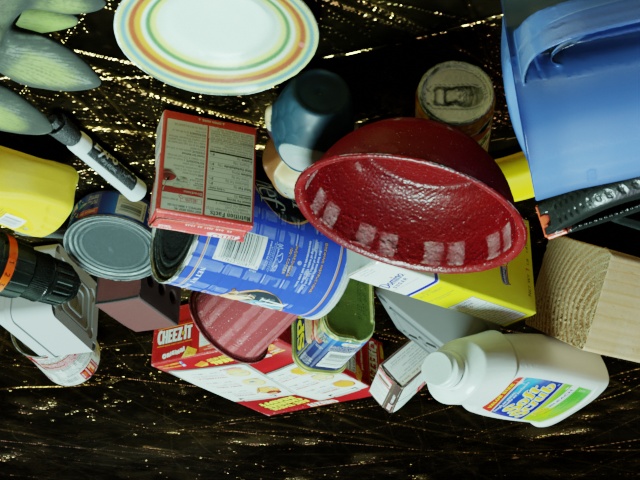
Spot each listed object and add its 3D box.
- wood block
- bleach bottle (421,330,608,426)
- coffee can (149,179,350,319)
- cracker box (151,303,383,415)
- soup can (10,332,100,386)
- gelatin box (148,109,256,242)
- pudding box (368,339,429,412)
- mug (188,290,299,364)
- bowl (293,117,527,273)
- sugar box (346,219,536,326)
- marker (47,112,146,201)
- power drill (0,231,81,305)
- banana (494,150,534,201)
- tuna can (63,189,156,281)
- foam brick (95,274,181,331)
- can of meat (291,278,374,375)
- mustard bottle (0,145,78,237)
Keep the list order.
[{"bbox_3d":[0.306,0.065,0.984,0.205,0.090,0.091,14,-176,-25],"label":"wood block"},{"bbox_3d":[0.164,0.123,0.959,0.103,0.068,0.250,-39,151,28],"label":"bleach bottle"},{"bbox_3d":[-0.056,0.001,0.878,0.140,0.103,0.103,16,150,-28],"label":"coffee can"},{"bbox_3d":[-0.053,0.122,1.164,0.164,0.072,0.213,-15,151,30],"label":"cracker box"},{"bbox_3d":[-0.282,0.110,1.147,0.068,0.068,0.102,-2,154,6],"label":"soup can"},{"bbox_3d":[-0.087,-0.047,0.795,0.073,0.089,0.030,9,153,-17],"label":"gelatin box"},{"bbox_3d":[0.108,0.126,1.137,0.113,0.039,0.090,-39,163,-21],"label":"pudding box"},{"bbox_3d":[-0.056,0.050,0.996,0.082,0.093,0.117,-45,175,26],"label":"mug"},{"bbox_3d":[0.066,-0.037,0.735,0.162,0.055,0.162,13,156,6],"label":"bowl"},{"bbox_3d":[0.103,0.005,0.895,0.176,0.093,0.048,19,148,-34],"label":"sugar box"},{"bbox_3d":[-0.176,-0.065,0.840,0.020,0.020,0.121,-10,152,21],"label":"marker"},{"bbox_3d":[-0.325,0.018,0.926,0.188,0.057,0.184,-7,156,45],"label":"power drill"},{"bbox_3d":[0.169,-0.064,0.819,0.069,0.037,0.198,29,143,-30],"label":"banana"},{"bbox_3d":[-0.177,-0.004,0.926,0.086,0.033,0.086,3,139,2],"label":"tuna can"},{"bbox_3d":[-0.175,0.050,1.038,0.051,0.053,0.078,-10,153,20],"label":"foam brick"},{"bbox_3d":[0.012,0.066,1.012,0.057,0.102,0.084,9,151,-18],"label":"can of meat"},{"bbox_3d":[-0.291,-0.055,0.817,0.191,0.058,0.096,18,162,-31],"label":"mustard bottle"}]
